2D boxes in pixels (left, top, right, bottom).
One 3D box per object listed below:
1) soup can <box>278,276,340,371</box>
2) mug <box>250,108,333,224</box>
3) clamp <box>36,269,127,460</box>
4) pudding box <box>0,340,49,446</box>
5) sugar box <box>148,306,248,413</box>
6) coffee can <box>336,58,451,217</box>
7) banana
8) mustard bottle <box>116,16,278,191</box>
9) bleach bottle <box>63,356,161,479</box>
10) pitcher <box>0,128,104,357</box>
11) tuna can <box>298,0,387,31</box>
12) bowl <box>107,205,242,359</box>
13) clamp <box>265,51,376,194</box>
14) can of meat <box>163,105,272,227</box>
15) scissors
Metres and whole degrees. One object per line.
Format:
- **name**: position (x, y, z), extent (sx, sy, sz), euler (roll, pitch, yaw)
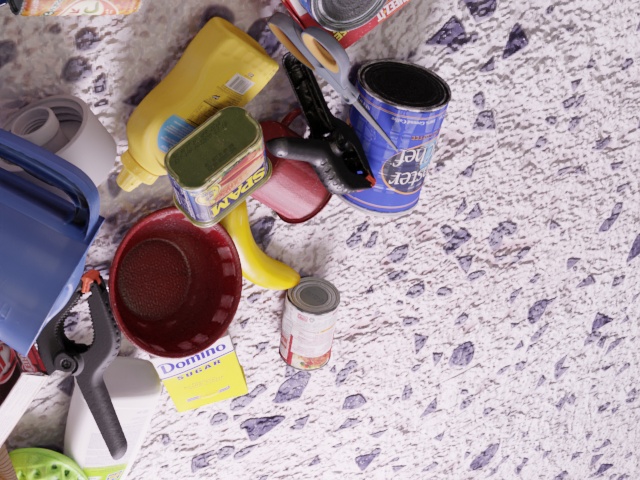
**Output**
- **soup can**: position (-0.014, 0.104, 1.329), extent (0.068, 0.069, 0.102), euler (-14, 134, -25)
- **mug**: position (-0.035, -0.085, 1.122), extent (0.081, 0.093, 0.117), euler (30, 91, -43)
- **clamp**: position (-0.279, 0.129, 1.151), extent (0.164, 0.036, 0.210), euler (11, 108, 3)
- **pudding box**: position (-0.338, 0.148, 1.118), extent (0.039, 0.090, 0.114), euler (14, 119, -44)
- **sugar box**: position (-0.143, 0.143, 1.250), extent (0.093, 0.048, 0.176), euler (-17, 153, -4)
- **coffee can**: position (0.075, -0.111, 1.159), extent (0.102, 0.103, 0.140), euler (-10, 133, -29)
- **banana**: position (-0.075, 0.009, 1.217), extent (0.069, 0.037, 0.197), euler (-31, 140, -7)
- **mustard bottle**: position (-0.131, -0.122, 1.032), extent (0.192, 0.058, 0.096), euler (-47, 155, 12)
- **bleach bottle**: position (-0.270, 0.248, 1.287), extent (0.102, 0.068, 0.251), euler (4, 130, -28)
- **pitcher**: position (-0.305, -0.025, 0.872), extent (0.242, 0.145, 0.149), euler (30, 77, -10)
- **tuna can**: position (0.022, -0.229, 0.948), extent (0.086, 0.034, 0.086), euler (-20, 140, -18)
- **bowl**: position (-0.164, 0.043, 1.138), extent (0.161, 0.055, 0.162), euler (-2, 94, -37)
- **clamp**: position (0.001, -0.092, 1.064), extent (0.039, 0.120, 0.171), euler (-8, 137, 37)
- **can of meat**: position (-0.098, -0.072, 1.025), extent (0.102, 0.057, 0.084), euler (-40, 162, -13)
- **scissors**: position (0.030, -0.145, 1.016), extent (0.201, 0.096, 0.016), euler (41, 80, -24)
